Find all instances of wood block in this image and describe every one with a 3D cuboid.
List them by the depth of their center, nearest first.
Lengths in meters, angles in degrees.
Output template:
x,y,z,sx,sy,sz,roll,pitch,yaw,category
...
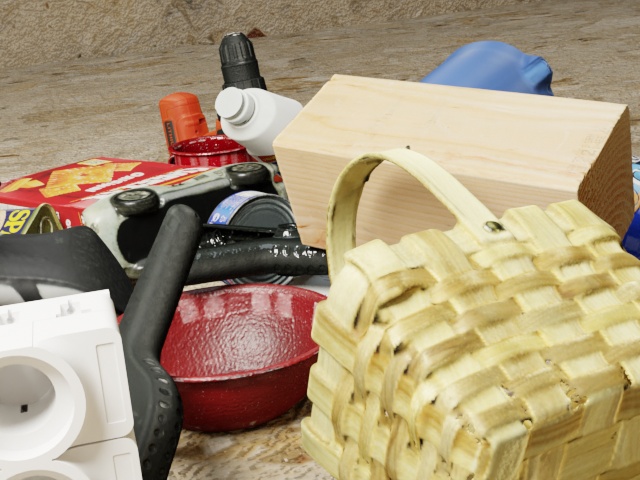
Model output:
x,y,z,sx,sy,sz,roll,pitch,yaw,category
0.086,-0.039,0.688,0.206,0.091,0.090,11,46,32,wood block

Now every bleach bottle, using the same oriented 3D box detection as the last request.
x,y,z,sx,sy,sz,roll,pitch,yaw,category
-0.024,-0.092,1.037,0.103,0.068,0.250,6,-10,32,bleach bottle

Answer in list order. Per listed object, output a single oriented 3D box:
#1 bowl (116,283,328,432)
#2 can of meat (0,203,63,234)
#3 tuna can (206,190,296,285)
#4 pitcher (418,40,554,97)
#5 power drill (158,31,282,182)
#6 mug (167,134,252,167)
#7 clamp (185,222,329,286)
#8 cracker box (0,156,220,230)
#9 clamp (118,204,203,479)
x,y,z,sx,sy,sz,roll,pitch,yaw,category
-0.061,0.080,0.700,0.162,0.055,0.162,-5,17,1,bowl
-0.284,0.016,0.935,0.084,0.057,0.102,-3,40,16,can of meat
-0.056,0.001,0.905,0.085,0.086,0.034,-17,19,-34,tuna can
0.111,-0.086,0.999,0.145,0.149,0.242,17,32,26,pitcher
-0.123,-0.147,1.274,0.057,0.184,0.188,-17,11,-34,power drill
-0.121,-0.065,1.145,0.117,0.081,0.093,9,22,37,mug
-0.029,0.009,0.778,0.172,0.039,0.120,-2,18,15,clamp
-0.214,-0.032,1.064,0.214,0.072,0.163,7,22,43,cracker box
-0.128,0.091,0.608,0.165,0.036,0.210,-33,41,22,clamp
